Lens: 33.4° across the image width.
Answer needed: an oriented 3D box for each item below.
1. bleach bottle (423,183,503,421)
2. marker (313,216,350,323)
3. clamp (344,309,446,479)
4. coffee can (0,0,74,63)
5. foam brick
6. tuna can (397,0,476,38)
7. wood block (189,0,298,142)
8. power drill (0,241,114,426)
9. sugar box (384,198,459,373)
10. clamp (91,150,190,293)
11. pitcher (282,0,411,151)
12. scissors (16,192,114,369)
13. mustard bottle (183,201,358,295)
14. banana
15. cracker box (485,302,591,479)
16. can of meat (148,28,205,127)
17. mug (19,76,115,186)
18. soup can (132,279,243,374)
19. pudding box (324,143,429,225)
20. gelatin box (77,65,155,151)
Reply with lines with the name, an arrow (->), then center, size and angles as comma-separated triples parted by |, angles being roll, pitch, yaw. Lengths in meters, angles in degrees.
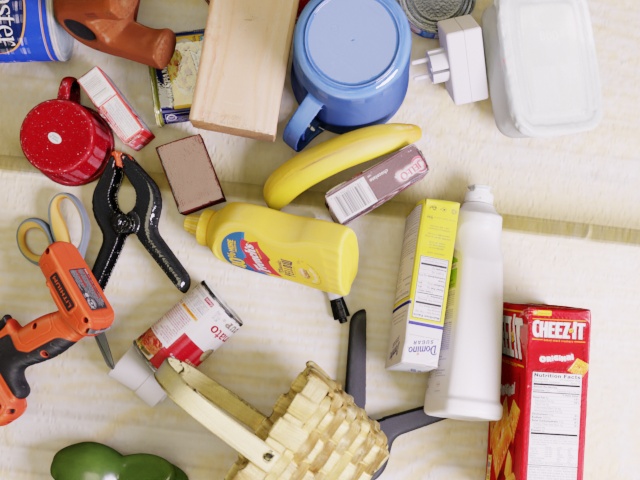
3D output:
bleach bottle -> 0.160, 0.062, 1.132 | 0.068, 0.103, 0.251 | 10, 78, -11
marker -> 0.008, 0.034, 1.184 | 0.020, 0.020, 0.121 | -17, 88, -1
clamp -> 0.059, 0.203, 1.169 | 0.164, 0.036, 0.210 | 31, 84, 2
coffee can -> -0.346, -0.242, 1.152 | 0.140, 0.103, 0.103 | -3, 88, 0
foam brick -> -0.141, -0.072, 1.171 | 0.051, 0.053, 0.078 | -21, 89, -1
tuna can -> 0.129, -0.269, 1.188 | 0.086, 0.034, 0.086 | 0, 88, 0
wood block -> -0.072, -0.213, 1.103 | 0.090, 0.091, 0.206 | 10, 89, -3
power drill -> -0.327, 0.081, 1.144 | 0.188, 0.057, 0.184 | -35, 84, 18
sugar box -> 0.108, 0.050, 1.132 | 0.048, 0.093, 0.176 | 8, 79, -6
clamp -> -0.200, -0.013, 1.174 | 0.120, 0.039, 0.171 | 1, 90, 4
pitcher -> 0.025, -0.174, 1.080 | 0.145, 0.243, 0.149 | -5, 91, 2
scissors -> -0.281, 0.048, 1.168 | 0.096, 0.016, 0.202 | -12, 82, 16
mustard bottle -> -0.058, 0.002, 1.143 | 0.192, 0.096, 0.058 | 14, 61, 16
banana -> 0.011, -0.083, 1.140 | 0.198, 0.069, 0.037 | -27, 73, 17
cracker box -> 0.220, 0.173, 1.107 | 0.072, 0.164, 0.214 | 3, 88, -2
can of meat -> -0.144, -0.181, 1.173 | 0.084, 0.057, 0.102 | -8, 89, -3
mug -> -0.275, -0.120, 1.158 | 0.093, 0.081, 0.117 | 7, 88, 0
soup can -> -0.143, 0.100, 1.157 | 0.102, 0.068, 0.068 | -42, 89, -2
pudding box -> 0.060, -0.057, 1.152 | 0.113, 0.090, 0.039 | -29, 87, -1
gelatin box -> -0.222, -0.142, 1.163 | 0.030, 0.073, 0.089 | -37, 89, -1
